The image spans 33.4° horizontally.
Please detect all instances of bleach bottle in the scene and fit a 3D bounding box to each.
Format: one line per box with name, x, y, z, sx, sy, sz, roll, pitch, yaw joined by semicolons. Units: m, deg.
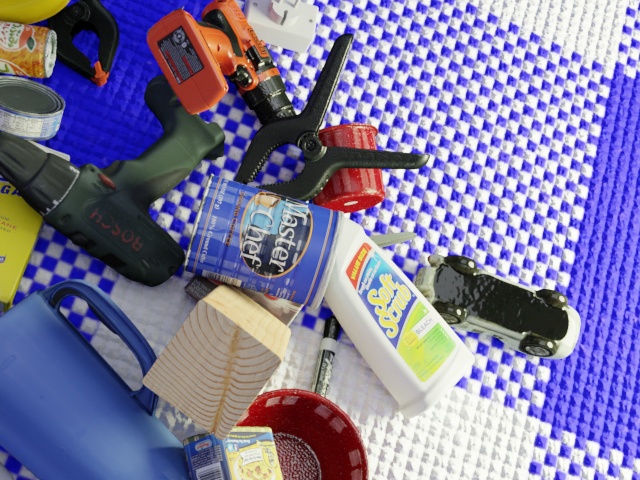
bleach bottle;0.051;0.066;1.156;0.251;0.068;0.102;49;59;0

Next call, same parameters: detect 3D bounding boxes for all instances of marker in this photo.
marker;0.004;0.138;1.149;0.020;0.020;0.121;17;66;-11

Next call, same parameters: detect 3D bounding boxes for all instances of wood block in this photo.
wood block;-0.091;0.107;1.006;0.090;0.206;0.091;37;92;-1

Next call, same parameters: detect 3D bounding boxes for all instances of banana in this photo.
banana;-0.350;-0.265;1.159;0.198;0.037;0.069;-7;87;2

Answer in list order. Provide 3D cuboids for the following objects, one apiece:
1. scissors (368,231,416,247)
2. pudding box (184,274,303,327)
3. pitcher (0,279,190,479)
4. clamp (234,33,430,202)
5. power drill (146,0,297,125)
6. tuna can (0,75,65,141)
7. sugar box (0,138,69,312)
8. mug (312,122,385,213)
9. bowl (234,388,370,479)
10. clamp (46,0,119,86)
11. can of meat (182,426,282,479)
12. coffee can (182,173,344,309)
scissors;0.007;-0.007;1.205;0.201;0.016;0.096;-25;83;-24
pudding box;-0.074;0.051;1.134;0.113;0.039;0.090;37;81;-3
pitcher;-0.223;0.164;1.004;0.243;0.149;0.144;45;44;-2
clamp;0.001;-0.096;1.141;0.210;0.036;0.164;-39;87;6
power drill;-0.101;-0.181;1.163;0.184;0.057;0.187;59;20;2
tuna can;-0.314;-0.138;1.118;0.086;0.034;0.086;17;27;-9
sugar box;-0.330;-0.023;1.088;0.093;0.048;0.176;20;67;-10
mug;0.033;-0.077;1.209;0.117;0.093;0.081;8;68;-55
bowl;-0.034;0.234;1.081;0.162;0.055;0.162;6;69;-16
clamp;-0.266;-0.259;1.196;0.120;0.039;0.171;-31;84;-5
can of meat;-0.077;0.220;0.989;0.101;0.058;0.084;16;54;-57
coffee can;-0.057;0.001;1.072;0.140;0.103;0.102;16;66;-4
